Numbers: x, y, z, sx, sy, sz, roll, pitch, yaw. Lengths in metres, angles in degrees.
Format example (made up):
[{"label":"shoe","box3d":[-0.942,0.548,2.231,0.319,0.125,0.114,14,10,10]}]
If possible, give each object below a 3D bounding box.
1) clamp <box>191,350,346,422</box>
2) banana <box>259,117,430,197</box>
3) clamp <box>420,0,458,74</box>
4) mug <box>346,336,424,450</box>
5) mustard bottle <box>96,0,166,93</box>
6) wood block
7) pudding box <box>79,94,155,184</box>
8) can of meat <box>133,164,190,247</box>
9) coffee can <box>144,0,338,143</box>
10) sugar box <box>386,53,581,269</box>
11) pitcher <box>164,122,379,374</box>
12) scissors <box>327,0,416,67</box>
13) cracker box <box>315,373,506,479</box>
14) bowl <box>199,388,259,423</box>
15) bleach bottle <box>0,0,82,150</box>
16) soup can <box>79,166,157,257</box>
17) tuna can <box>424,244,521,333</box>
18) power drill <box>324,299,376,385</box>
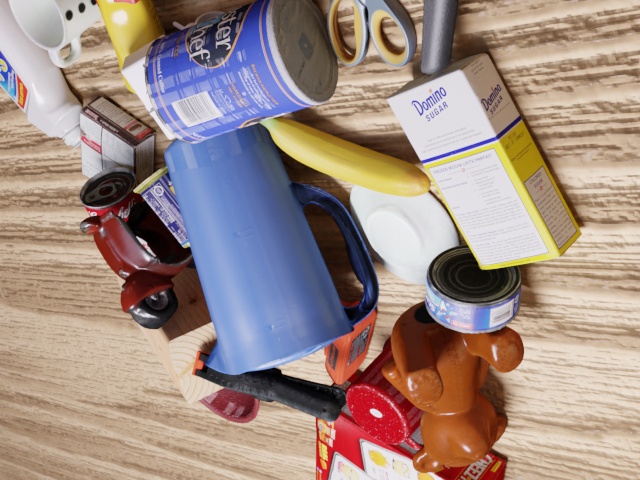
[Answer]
[{"label":"clamp","box3d":[-0.048,0.154,1.134,0.171,0.039,0.120,18,174,14]},{"label":"banana","box3d":[0.024,-0.074,0.989,0.198,0.069,0.037,23,96,28]},{"label":"clamp","box3d":[0.076,-0.234,0.776,0.164,0.036,0.210,48,148,4]},{"label":"mug","box3d":[0.087,0.169,1.124,0.093,0.081,0.117,-22,106,53]},{"label":"mustard bottle","box3d":[-0.195,-0.245,1.044,0.058,0.096,0.191,-16,117,3]},{"label":"wood block","box3d":[-0.159,0.084,1.234,0.206,0.090,0.090,43,152,53]},{"label":"pudding box","box3d":[-0.239,-0.102,1.260,0.090,0.039,0.114,33,144,17]},{"label":"can of meat","box3d":[-0.133,-0.053,1.140,0.084,0.102,0.058,52,144,-7]},{"label":"coffee can","box3d":[-0.070,-0.152,0.945,0.141,0.102,0.103,-14,113,30]},{"label":"sugar box","box3d":[0.137,-0.063,0.893,0.094,0.048,0.176,-14,108,51]},{"label":"pitcher","box3d":[-0.057,0.001,1.058,0.145,0.148,0.243,-23,85,47]},{"label":"scissors","box3d":[0.043,-0.222,0.871,0.096,0.016,0.202,30,140,22]},{"label":"cracker box","box3d":[0.096,0.263,1.211,0.214,0.072,0.164,27,140,26]},{"label":"bowl","box3d":[-0.123,0.152,1.353,0.162,0.055,0.162,28,139,27]},{"label":"bleach bottle","box3d":[-0.358,-0.218,1.261,0.251,0.068,0.103,53,145,-8]},{"label":"soup can","box3d":[-0.228,-0.025,1.237,0.069,0.068,0.102,19,144,35]},{"label":"tuna can","box3d":[0.136,0.042,0.953,0.086,0.086,0.034,24,136,30]},{"label":"power drill","box3d":[-0.033,0.078,1.190,0.188,0.057,0.184,34,145,19]}]
